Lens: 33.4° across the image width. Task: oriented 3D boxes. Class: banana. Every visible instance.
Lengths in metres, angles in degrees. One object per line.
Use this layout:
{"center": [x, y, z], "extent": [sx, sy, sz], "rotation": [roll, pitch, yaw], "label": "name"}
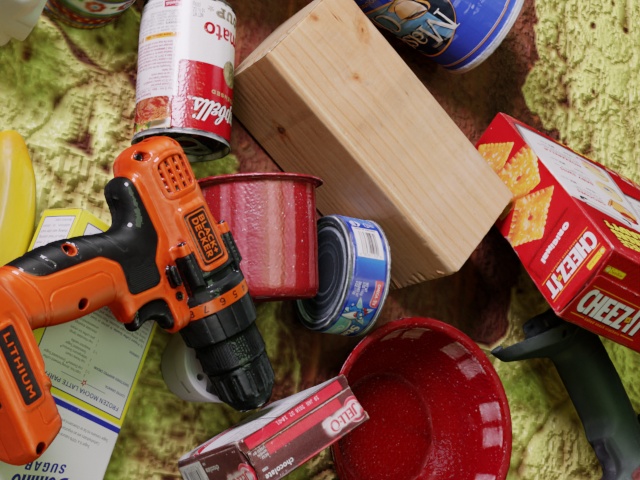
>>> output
{"center": [-0.220, 0.022, 0.651], "extent": [0.069, 0.037, 0.197], "rotation": [41, 62, -19], "label": "banana"}

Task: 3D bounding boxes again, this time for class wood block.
{"center": [0.033, -0.071, 0.793], "extent": [0.206, 0.091, 0.090], "rotation": [48, 60, -14], "label": "wood block"}

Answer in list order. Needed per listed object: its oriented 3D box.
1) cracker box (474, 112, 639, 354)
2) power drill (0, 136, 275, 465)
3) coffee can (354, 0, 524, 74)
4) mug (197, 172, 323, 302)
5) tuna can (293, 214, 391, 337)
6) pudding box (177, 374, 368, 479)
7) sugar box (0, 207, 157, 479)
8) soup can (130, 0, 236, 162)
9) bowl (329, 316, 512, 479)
{"center": [0.218, 0.002, 0.831], "extent": [0.164, 0.072, 0.214], "rotation": [23, 24, -26], "label": "cracker box"}
{"center": [-0.118, 0.051, 0.622], "extent": [0.187, 0.058, 0.184], "rotation": [-33, 103, -43], "label": "power drill"}
{"center": [0.078, -0.210, 0.844], "extent": [0.140, 0.103, 0.102], "rotation": [27, 66, -23], "label": "coffee can"}
{"center": [-0.055, 0.001, 0.733], "extent": [0.117, 0.093, 0.081], "rotation": [-2, 84, -5], "label": "mug"}
{"center": [0.014, 0.025, 0.763], "extent": [0.033, 0.086, 0.086], "rotation": [10, 74, -28], "label": "tuna can"}
{"center": [-0.034, 0.132, 0.694], "extent": [0.089, 0.114, 0.039], "rotation": [-27, 88, -32], "label": "pudding box"}
{"center": [-0.158, 0.078, 0.658], "extent": [0.093, 0.048, 0.176], "rotation": [40, 62, -43], "label": "sugar box"}
{"center": [-0.094, -0.112, 0.738], "extent": [0.068, 0.069, 0.102], "rotation": [9, 75, -29], "label": "soup can"}
{"center": [0.063, 0.139, 0.785], "extent": [0.161, 0.055, 0.162], "rotation": [7, 76, -30], "label": "bowl"}
